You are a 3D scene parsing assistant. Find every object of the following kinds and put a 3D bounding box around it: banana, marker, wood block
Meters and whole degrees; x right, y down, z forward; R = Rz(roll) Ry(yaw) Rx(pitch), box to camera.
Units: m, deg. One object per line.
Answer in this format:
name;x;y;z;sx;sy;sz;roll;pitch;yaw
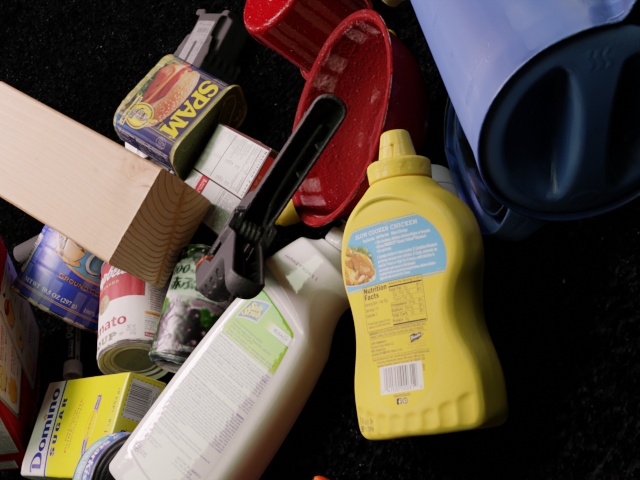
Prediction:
banana;0.012;-0.085;0.875;0.198;0.037;0.070;-55;37;7
marker;-0.250;0.090;1.086;0.020;0.020;0.121;-38;41;28
wood block;-0.212;-0.051;0.940;0.206;0.090;0.091;28;86;28

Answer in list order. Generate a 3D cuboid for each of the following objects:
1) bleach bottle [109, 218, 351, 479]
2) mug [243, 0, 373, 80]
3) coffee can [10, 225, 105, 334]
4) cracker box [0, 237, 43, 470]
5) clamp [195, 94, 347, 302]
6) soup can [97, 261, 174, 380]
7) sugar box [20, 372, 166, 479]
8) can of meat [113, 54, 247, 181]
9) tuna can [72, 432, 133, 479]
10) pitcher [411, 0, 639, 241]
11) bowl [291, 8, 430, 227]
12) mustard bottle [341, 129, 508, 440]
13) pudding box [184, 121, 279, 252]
bleach bottle;-0.042;0.097;0.784;0.103;0.068;0.251;37;89;25
mug;-0.021;-0.200;0.959;0.117;0.081;0.093;-5;62;49
coffee can;-0.222;0.007;1.039;0.103;0.102;0.140;25;85;55
cracker box;-0.329;0.098;1.022;0.072;0.214;0.164;-8;48;-1
clamp;-0.055;0.001;0.785;0.210;0.036;0.164;-45;17;55
soup can;-0.164;0.068;0.956;0.069;0.068;0.102;-35;43;31
sugar box;-0.202;0.168;0.936;0.177;0.048;0.093;-14;55;51
can of meat;-0.134;-0.119;1.015;0.084;0.057;0.102;31;70;24
tuna can;-0.150;0.193;0.834;0.034;0.086;0.086;-10;58;49
pitcher;0.128;-0.125;0.695;0.149;0.145;0.243;-25;39;7
bowl;0.034;-0.083;0.783;0.162;0.055;0.162;-44;40;52
mustard bottle;0.058;0.025;0.666;0.096;0.058;0.191;-16;76;42
pudding box;-0.078;-0.050;0.960;0.090;0.039;0.114;-59;37;1
